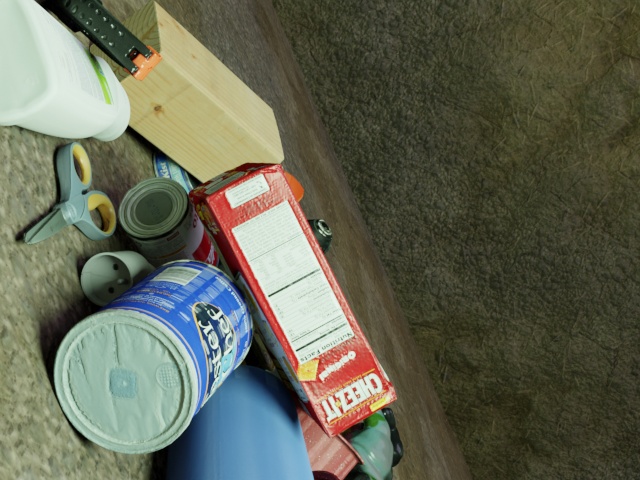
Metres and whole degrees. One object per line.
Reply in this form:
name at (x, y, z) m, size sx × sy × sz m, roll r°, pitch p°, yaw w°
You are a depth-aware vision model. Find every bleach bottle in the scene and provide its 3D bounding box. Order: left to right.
bleach bottle at (-0.213, -0.125, 0.901) m, size 0.250 × 0.068 × 0.102 m, roll 33°, pitch 37°, yaw -80°

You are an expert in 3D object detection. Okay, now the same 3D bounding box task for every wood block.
wood block at (-0.140, -0.145, 1.144) m, size 0.205 × 0.091 × 0.090 m, roll 40°, pitch 27°, yaw -44°

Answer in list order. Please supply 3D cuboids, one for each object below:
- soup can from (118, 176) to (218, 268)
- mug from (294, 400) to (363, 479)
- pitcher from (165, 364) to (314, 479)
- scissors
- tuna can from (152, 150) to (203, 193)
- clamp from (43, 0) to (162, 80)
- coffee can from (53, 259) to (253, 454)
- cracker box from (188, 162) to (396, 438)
soup can at (-0.140, -0.005, 0.990) m, size 0.102 × 0.068 × 0.068 m, roll 70°, pitch 3°, yaw -57°
mug at (-0.030, 0.198, 0.989) m, size 0.117 × 0.081 × 0.093 m, roll 39°, pitch -14°, yaw 14°
pitcher at (-0.064, 0.215, 0.831) m, size 0.145 × 0.149 × 0.243 m, roll 47°, pitch 14°, yaw -26°
scissors at (-0.208, -0.039, 0.857) m, size 0.201 × 0.016 × 0.096 m, roll 11°, pitch 60°, yaw -82°
tuna can at (-0.156, -0.067, 1.209) m, size 0.086 × 0.034 × 0.086 m, roll -22°, pitch 90°, yaw -82°
clamp at (-0.212, -0.202, 0.931) m, size 0.210 × 0.036 × 0.164 m, roll 41°, pitch -3°, yaw 17°
coffee can at (-0.117, 0.080, 0.780) m, size 0.103 × 0.103 × 0.140 m, roll 67°, pitch 17°, yaw -8°
cracker box at (-0.028, 0.041, 0.889) m, size 0.213 × 0.072 × 0.164 m, roll 63°, pitch -9°, yaw -9°
